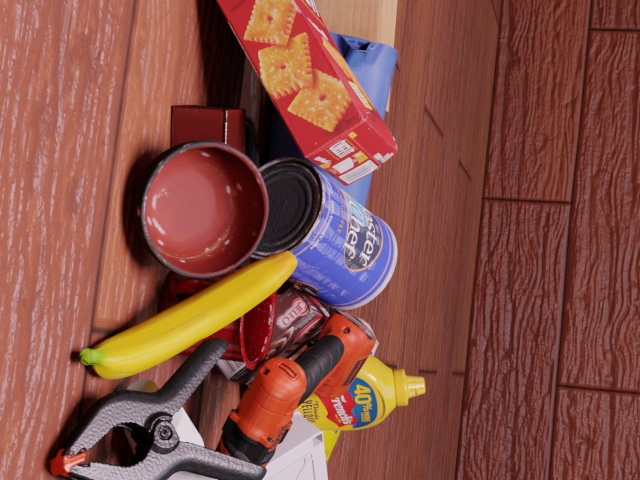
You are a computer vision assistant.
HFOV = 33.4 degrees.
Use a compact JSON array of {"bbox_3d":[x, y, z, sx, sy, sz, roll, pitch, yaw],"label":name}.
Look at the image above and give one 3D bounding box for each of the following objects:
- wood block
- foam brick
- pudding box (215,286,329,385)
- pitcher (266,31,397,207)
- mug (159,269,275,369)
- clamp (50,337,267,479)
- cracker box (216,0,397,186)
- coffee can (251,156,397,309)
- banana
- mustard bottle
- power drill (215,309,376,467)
[{"bbox_3d":[0.043,-0.269,1.328,0.090,0.090,0.206,0,94,-75],"label":"wood block"},{"bbox_3d":[-0.099,-0.080,0.948,0.053,0.051,0.078,-27,120,-73],"label":"foam brick"},{"bbox_3d":[-0.048,0.100,1.094,0.039,0.113,0.090,54,5,19],"label":"pudding box"},{"bbox_3d":[0.000,-0.103,1.186,0.149,0.145,0.243,14,84,-62],"label":"pitcher"},{"bbox_3d":[-0.095,0.061,0.948,0.117,0.081,0.093,57,41,-66],"label":"mug"},{"bbox_3d":[-0.123,0.137,0.814,0.171,0.039,0.120,0,67,-38],"label":"clamp"},{"bbox_3d":[-0.016,-0.167,0.992,0.214,0.072,0.164,62,10,13],"label":"cracker box"},{"bbox_3d":[-0.004,-0.004,1.017,0.140,0.103,0.103,35,59,-50],"label":"coffee can"},{"bbox_3d":[-0.106,0.065,0.853,0.197,0.070,0.037,-28,88,-28],"label":"banana"},{"bbox_3d":[0.019,0.169,1.176,0.058,0.191,0.096,-95,179,-57],"label":"mustard bottle"},{"bbox_3d":[-0.029,0.158,1.041,0.187,0.057,0.185,-37,160,-53],"label":"power drill"}]
